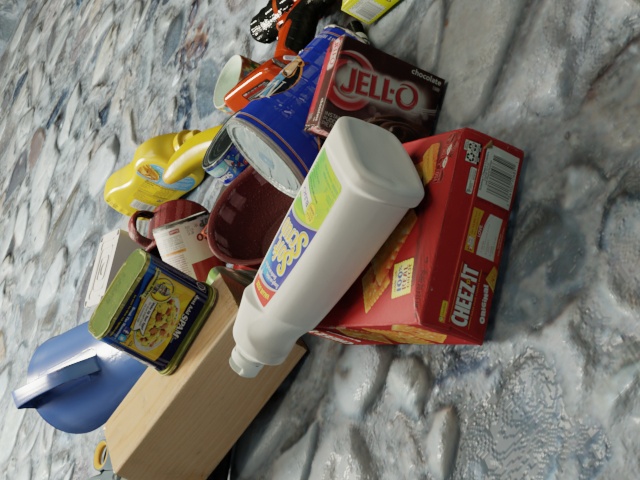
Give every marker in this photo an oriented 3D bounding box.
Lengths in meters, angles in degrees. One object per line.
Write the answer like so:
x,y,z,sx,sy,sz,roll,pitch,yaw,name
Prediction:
0.047,-0.198,1.129,0.020,0.020,0.121,-53,32,28,marker

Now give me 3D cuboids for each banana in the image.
-0.127,-0.108,1.309,0.198,0.037,0.069,-1,70,44,banana

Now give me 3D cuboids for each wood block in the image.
-0.119,0.150,1.079,0.206,0.090,0.090,-53,29,9,wood block

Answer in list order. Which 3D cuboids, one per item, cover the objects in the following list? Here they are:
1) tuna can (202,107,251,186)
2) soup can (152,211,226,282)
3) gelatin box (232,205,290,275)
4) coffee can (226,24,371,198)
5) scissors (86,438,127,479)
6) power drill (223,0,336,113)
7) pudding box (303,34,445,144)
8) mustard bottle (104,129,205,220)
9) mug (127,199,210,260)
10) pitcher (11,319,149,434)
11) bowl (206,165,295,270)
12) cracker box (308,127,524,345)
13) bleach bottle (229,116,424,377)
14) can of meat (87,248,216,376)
-0.095,-0.105,1.192,0.086,0.033,0.086,-44,24,25,tuna can
-0.145,0.025,1.220,0.069,0.068,0.102,-11,99,58,soup can
-0.058,0.001,1.171,0.089,0.030,0.073,0,72,61,gelatin box
-0.006,-0.124,1.034,0.140,0.102,0.103,-46,25,-13,coffee can
-0.255,0.283,1.350,0.202,0.016,0.096,-36,43,46,scissors
-0.047,-0.228,1.239,0.185,0.057,0.187,-25,39,51,power drill
0.050,-0.124,0.976,0.039,0.113,0.090,0,72,64,pudding box
-0.209,-0.094,1.433,0.192,0.096,0.058,-37,42,46,mustard bottle
-0.182,-0.001,1.308,0.093,0.117,0.081,-49,29,34,mug
-0.255,0.149,1.301,0.243,0.145,0.149,-29,33,44,pitcher
-0.033,-0.023,1.079,0.162,0.055,0.162,-21,41,19,bowl
0.065,0.003,0.908,0.214,0.072,0.164,-8,64,60,cracker box
-0.010,0.024,0.891,0.251,0.068,0.102,-59,29,29,bleach bottle
-0.166,0.069,1.047,0.102,0.083,0.058,-59,29,-4,can of meat
